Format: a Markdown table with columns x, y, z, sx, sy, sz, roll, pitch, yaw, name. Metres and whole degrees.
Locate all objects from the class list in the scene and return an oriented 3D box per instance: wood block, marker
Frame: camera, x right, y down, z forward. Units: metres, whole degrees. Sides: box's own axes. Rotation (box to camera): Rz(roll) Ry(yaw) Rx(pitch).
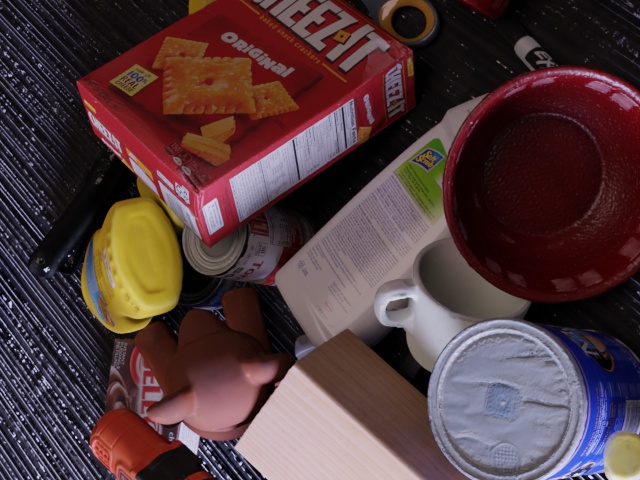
| x | y | z | sx | sy | sz | roll | pitch | yaw | name |
| --- | --- | --- | --- | --- | --- | --- | --- | --- | --- |
| 0.055 | 0.170 | 0.744 | 0.206 | 0.090 | 0.091 | 40 | 116 | 13 | wood block |
| 0.169 | -0.125 | 0.791 | 0.020 | 0.020 | 0.121 | -46 | 61 | 20 | marker |

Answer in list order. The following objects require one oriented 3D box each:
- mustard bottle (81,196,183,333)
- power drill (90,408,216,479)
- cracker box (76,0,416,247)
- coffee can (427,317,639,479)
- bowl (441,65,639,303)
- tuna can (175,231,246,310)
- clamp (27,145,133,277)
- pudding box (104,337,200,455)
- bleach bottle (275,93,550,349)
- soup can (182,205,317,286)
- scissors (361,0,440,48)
| x | y | z | sx | sy | sz | roll | pitch | yaw | name |
| --- | --- | --- | --- | --- | --- | --- | --- | --- | --- |
| -0.173 | 0.031 | 0.939 | 0.192 | 0.058 | 0.096 | -32 | 74 | 64 | mustard bottle |
| -0.114 | 0.245 | 0.857 | 0.185 | 0.057 | 0.188 | 36 | 135 | 33 | power drill |
| -0.057 | -0.117 | 0.844 | 0.213 | 0.072 | 0.164 | -36 | 58 | -19 | cracker box |
| 0.147 | 0.105 | 0.700 | 0.103 | 0.140 | 0.103 | -5 | 80 | 33 | coffee can |
| 0.160 | -0.041 | 0.737 | 0.162 | 0.055 | 0.162 | -1 | 102 | -3 | bowl |
| -0.105 | 0.018 | 0.948 | 0.086 | 0.033 | 0.086 | -5 | 80 | 33 | tuna can |
| -0.197 | -0.051 | 0.972 | 0.036 | 0.164 | 0.210 | 32 | 93 | -5 | clamp |
| -0.148 | 0.147 | 0.956 | 0.090 | 0.039 | 0.113 | 3 | 85 | 34 | pudding box |
| 0.081 | -0.017 | 0.811 | 0.251 | 0.068 | 0.103 | -43 | 64 | 19 | bleach bottle |
| -0.056 | 0.001 | 0.876 | 0.069 | 0.102 | 0.068 | -5 | 80 | 33 | soup can |
| 0.028 | -0.200 | 0.900 | 0.202 | 0.016 | 0.096 | -5 | 81 | 34 | scissors |
